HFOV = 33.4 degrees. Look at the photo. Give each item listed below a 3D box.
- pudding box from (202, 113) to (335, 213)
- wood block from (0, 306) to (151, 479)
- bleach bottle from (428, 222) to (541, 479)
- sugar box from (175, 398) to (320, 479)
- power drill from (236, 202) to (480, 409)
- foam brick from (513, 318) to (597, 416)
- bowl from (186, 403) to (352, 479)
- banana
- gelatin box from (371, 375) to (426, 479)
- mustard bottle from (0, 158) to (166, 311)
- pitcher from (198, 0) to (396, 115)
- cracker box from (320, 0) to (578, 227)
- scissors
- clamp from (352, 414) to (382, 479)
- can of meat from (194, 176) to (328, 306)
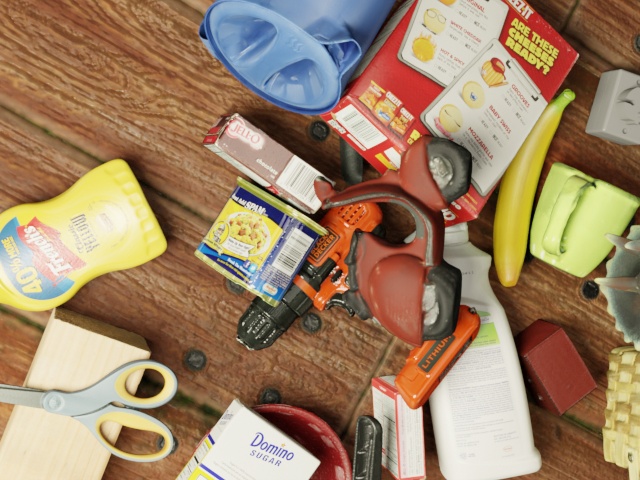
[{"bbox_3d":[-0.049,-0.071,0.976,0.113,0.090,0.039,37,87,-14],"label":"pudding box"},{"bbox_3d":[-0.232,0.173,0.948,0.090,0.091,0.206,22,88,-15],"label":"wood block"},{"bbox_3d":[0.151,0.105,1.045,0.102,0.068,0.251,-8,97,-6],"label":"bleach bottle"},{"bbox_3d":[-0.090,0.240,0.953,0.093,0.048,0.176,39,81,-13],"label":"sugar box"},{"bbox_3d":[0.038,0.069,0.987,0.188,0.057,0.184,39,85,15],"label":"power drill"},{"bbox_3d":[0.231,0.128,1.077,0.051,0.053,0.078,-34,101,-9],"label":"foam brick"},{"bbox_3d":[-0.053,0.229,1.013,0.162,0.055,0.162,-1,94,-14],"label":"bowl"},{"bbox_3d":[0.199,-0.055,1.049,0.037,0.069,0.198,14,97,-4],"label":"banana"},{"bbox_3d":[0.076,0.181,1.032,0.030,0.073,0.089,-5,95,-14],"label":"gelatin box"},{"bbox_3d":[-0.241,0.008,0.951,0.191,0.058,0.096,-27,97,-10],"label":"mustard bottle"},{"bbox_3d":[0.006,-0.241,0.943,0.149,0.145,0.242,32,67,1],"label":"pitcher"},{"bbox_3d":[0.122,-0.144,0.995,0.164,0.072,0.213,41,66,-14],"label":"cracker box"},{"bbox_3d":[-0.207,0.120,0.894,0.201,0.016,0.096,29,85,-15],"label":"scissors"},{"bbox_3d":[0.038,0.267,0.994,0.164,0.036,0.209,-52,132,-12],"label":"clamp"},{"bbox_3d":[-0.056,0.001,0.974,0.057,0.102,0.084,34,88,-49],"label":"can of meat"}]
